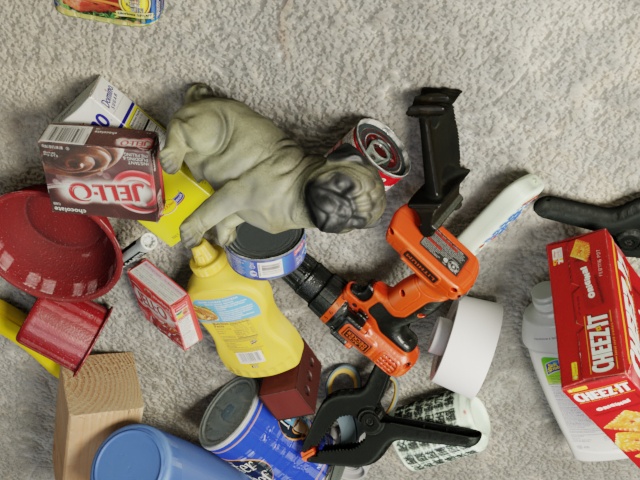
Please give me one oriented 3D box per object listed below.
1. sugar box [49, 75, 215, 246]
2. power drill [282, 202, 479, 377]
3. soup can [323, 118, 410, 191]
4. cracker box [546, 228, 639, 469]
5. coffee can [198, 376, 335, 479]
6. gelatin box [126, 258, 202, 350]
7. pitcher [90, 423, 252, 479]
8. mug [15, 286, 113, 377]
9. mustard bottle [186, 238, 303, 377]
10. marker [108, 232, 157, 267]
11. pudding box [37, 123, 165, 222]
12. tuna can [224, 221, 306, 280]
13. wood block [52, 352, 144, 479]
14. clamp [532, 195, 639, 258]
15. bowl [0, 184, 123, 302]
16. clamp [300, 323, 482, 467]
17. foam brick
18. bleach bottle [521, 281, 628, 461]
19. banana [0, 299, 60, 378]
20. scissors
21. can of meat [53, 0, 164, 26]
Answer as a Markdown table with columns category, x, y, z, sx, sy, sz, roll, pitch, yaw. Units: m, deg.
| category | x | y | z | sx | sy | sz | roll | pitch | yaw |
| --- | --- | --- | --- | --- | --- | --- | --- | --- | --- |
| sugar box | -0.186 | -0.077 | 1.083 | 0.176 | 0.048 | 0.093 | 38 | 128 | -24 |
| power drill | 0.061 | 0.041 | 1.108 | 0.184 | 0.057 | 0.188 | 40 | 137 | -2 |
| soup can | 0.029 | -0.062 | 1.041 | 0.068 | 0.068 | 0.102 | 35 | 128 | -21 |
| cracker box | 0.303 | 0.113 | 1.057 | 0.072 | 0.164 | 0.213 | -19 | 139 | 27 |
| coffee can | -0.065 | 0.246 | 1.317 | 0.103 | 0.102 | 0.140 | -33 | 120 | 33 |
| gelatin box | -0.175 | 0.072 | 1.196 | 0.089 | 0.030 | 0.073 | 34 | 148 | 37 |
| pitcher | -0.188 | 0.314 | 1.317 | 0.145 | 0.149 | 0.242 | 4 | 158 | 23 |
| mug | -0.301 | 0.100 | 1.247 | 0.081 | 0.093 | 0.117 | 29 | 167 | -10 |
| mustard bottle | -0.096 | 0.072 | 1.193 | 0.096 | 0.058 | 0.191 | -8 | 131 | 24 |
| marker | -0.208 | 0.015 | 1.161 | 0.020 | 0.020 | 0.121 | 33 | 152 | -19 |
| pudding box | -0.211 | -0.066 | 1.041 | 0.113 | 0.039 | 0.090 | 7 | 132 | 7 |
| tuna can | -0.057 | 0.001 | 1.104 | 0.086 | 0.086 | 0.034 | 2 | 134 | 8 |
| wood block | -0.283 | 0.242 | 1.344 | 0.090 | 0.090 | 0.206 | -3 | 136 | -21 |
| clamp | 0.303 | -0.002 | 1.070 | 0.171 | 0.039 | 0.120 | 0 | 143 | 14 |
| bowl | -0.286 | -0.007 | 1.158 | 0.162 | 0.055 | 0.162 | 5 | 133 | 6 |
| clamp | 0.071 | 0.210 | 1.234 | 0.210 | 0.036 | 0.164 | -39 | 85 | 20 |
| foam brick | -0.035 | 0.164 | 1.254 | 0.051 | 0.078 | 0.053 | -16 | 130 | 22 |
| bleach bottle | 0.293 | 0.142 | 1.186 | 0.103 | 0.068 | 0.250 | -13 | 126 | 22 |
| banana | -0.368 | 0.112 | 1.299 | 0.197 | 0.037 | 0.070 | 36 | 147 | -20 |
| scissors | 0.018 | 0.234 | 1.284 | 0.096 | 0.016 | 0.202 | 35 | 96 | -1 |
| can of meat | -0.185 | -0.239 | 0.929 | 0.102 | 0.057 | 0.084 | 11 | 136 | 1 |
